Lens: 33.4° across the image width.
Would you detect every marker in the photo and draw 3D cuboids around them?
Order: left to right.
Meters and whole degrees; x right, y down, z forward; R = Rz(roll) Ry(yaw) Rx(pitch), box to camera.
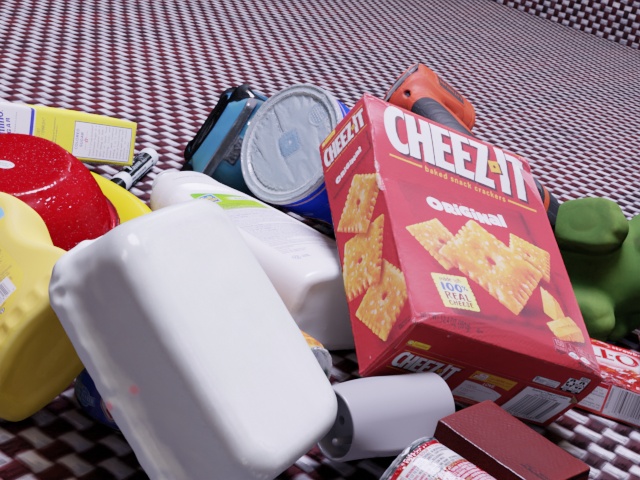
[{"bbox_3d":[-0.174,-0.060,0.970,0.020,0.020,0.121,16,22,3],"label":"marker"}]

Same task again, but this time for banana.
[{"bbox_3d":[-0.188,-0.025,0.861,0.198,0.037,0.069,21,42,20],"label":"banana"}]

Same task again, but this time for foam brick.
[{"bbox_3d":[0.105,0.138,0.618,0.052,0.051,0.078,-8,31,-43],"label":"foam brick"}]

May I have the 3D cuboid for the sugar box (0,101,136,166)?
[{"bbox_3d":[-0.253,-0.095,0.909,0.093,0.048,0.175,10,2,37],"label":"sugar box"}]

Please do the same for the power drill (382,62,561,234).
[{"bbox_3d":[0.146,-0.076,0.985,0.184,0.057,0.188,31,18,-39],"label":"power drill"}]

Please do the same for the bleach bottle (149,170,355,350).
[{"bbox_3d":[-0.056,0.001,0.841,0.102,0.068,0.251,1,22,-39],"label":"bleach bottle"}]

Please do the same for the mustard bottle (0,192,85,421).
[{"bbox_3d":[-0.204,0.022,0.651,0.192,0.096,0.058,35,-2,44],"label":"mustard bottle"}]

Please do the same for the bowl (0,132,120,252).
[{"bbox_3d":[-0.227,-0.034,0.778,0.162,0.055,0.162,5,33,-4],"label":"bowl"}]

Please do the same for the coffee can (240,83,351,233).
[{"bbox_3d":[0.014,-0.061,0.919,0.103,0.103,0.140,34,6,40],"label":"coffee can"}]

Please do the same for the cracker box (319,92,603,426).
[{"bbox_3d":[0.095,0.010,0.753,0.164,0.072,0.213,19,43,-28],"label":"cracker box"}]
